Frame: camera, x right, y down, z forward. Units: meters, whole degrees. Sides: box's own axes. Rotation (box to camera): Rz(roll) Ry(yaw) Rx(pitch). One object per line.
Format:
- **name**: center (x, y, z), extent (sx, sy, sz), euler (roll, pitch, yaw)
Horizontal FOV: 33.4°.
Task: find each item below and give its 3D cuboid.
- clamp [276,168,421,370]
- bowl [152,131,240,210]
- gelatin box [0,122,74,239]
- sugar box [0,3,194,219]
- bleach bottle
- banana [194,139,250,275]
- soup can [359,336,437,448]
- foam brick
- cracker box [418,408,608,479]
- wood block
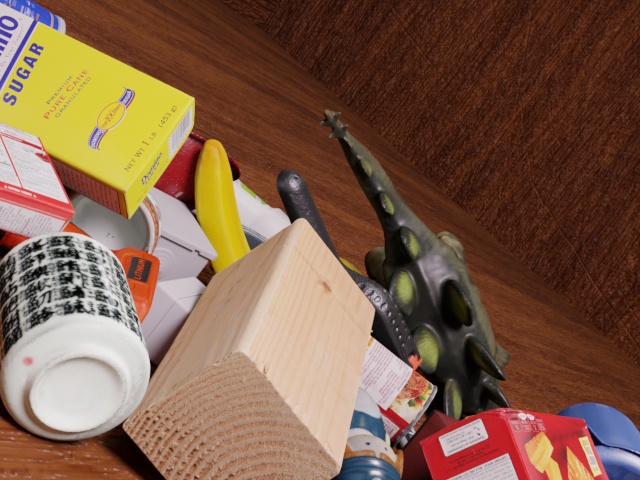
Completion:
- **clamp**: center (0.009, 0.039, 0.938), extent (0.210, 0.165, 0.036), euler (38, 51, 6)
- **bowl**: center (-0.156, -0.066, 0.967), extent (0.162, 0.055, 0.162), euler (19, -13, 4)
- **gelatin box**: center (-0.195, -0.041, 0.634), extent (0.073, 0.030, 0.089), euler (21, 24, -42)
- **sugar box**: center (-0.187, -0.096, 0.756), extent (0.176, 0.093, 0.048), euler (27, -28, 7)
- **bleach bottle**: center (-0.105, -0.044, 1.116), extent (0.250, 0.068, 0.102), euler (38, 8, -13)
- **banana**: center (-0.068, 0.010, 0.926), extent (0.037, 0.070, 0.198), euler (-34, 99, -54)
- **soup can**: center (0.038, 0.120, 0.905), extent (0.102, 0.068, 0.068), euler (38, 12, 2)
- **foam brick**: center (0.090, 0.179, 0.811), extent (0.052, 0.078, 0.051), euler (27, 15, -44)
- **cracker box**: center (0.163, 0.221, 0.702), extent (0.164, 0.072, 0.214), euler (21, 44, -55)
- **wood block**: center (-0.034, 0.076, 0.666), extent (0.091, 0.090, 0.206), euler (52, 19, -11)
